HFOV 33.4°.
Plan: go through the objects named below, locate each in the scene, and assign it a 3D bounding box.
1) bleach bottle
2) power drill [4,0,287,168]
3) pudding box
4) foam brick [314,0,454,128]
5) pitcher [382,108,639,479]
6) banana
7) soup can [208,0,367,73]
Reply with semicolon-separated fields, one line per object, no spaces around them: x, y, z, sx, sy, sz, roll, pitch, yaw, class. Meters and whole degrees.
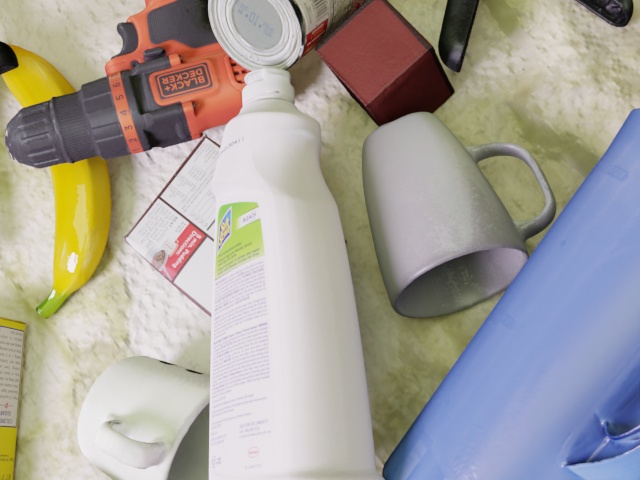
-0.020;0.022;0.587;0.103;0.067;0.251;-23;64;50;bleach bottle
-0.128;-0.146;0.698;0.184;0.057;0.188;-15;75;-6;power drill
-0.054;0.001;0.670;0.113;0.039;0.090;38;87;17;pudding box
0.040;-0.102;0.646;0.051;0.078;0.053;-42;69;5;foam brick
0.144;0.065;0.541;0.145;0.149;0.243;40;96;32;pitcher
-0.177;-0.051;0.717;0.070;0.037;0.198;-15;74;10;banana
-0.013;-0.153;0.651;0.069;0.068;0.102;25;45;19;soup can
